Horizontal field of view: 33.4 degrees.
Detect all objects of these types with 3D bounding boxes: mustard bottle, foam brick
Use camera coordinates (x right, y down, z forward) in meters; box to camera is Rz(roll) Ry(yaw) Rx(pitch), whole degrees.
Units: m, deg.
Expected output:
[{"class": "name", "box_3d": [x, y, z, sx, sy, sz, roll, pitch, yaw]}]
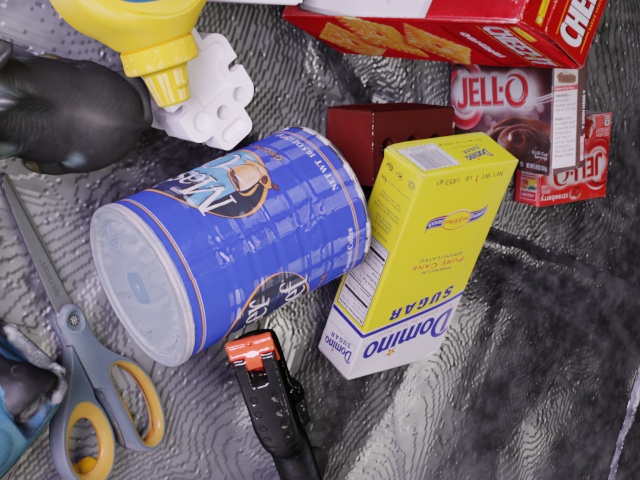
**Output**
[{"class": "mustard bottle", "box_3d": [-0.104, -0.162, 0.547, 0.096, 0.058, 0.191, -29, 111, -37]}, {"class": "foam brick", "box_3d": [0.049, -0.069, 0.752, 0.078, 0.051, 0.053, -10, 106, -36]}]

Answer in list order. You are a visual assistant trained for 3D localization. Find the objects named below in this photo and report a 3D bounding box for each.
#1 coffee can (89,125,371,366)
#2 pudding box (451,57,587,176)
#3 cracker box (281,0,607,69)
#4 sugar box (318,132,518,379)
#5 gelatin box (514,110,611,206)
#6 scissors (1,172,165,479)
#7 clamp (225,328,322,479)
[{"class": "coffee can", "box_3d": [-0.054, 0.001, 0.655, 0.140, 0.103, 0.103, -27, 116, -31]}, {"class": "pudding box", "box_3d": [0.142, -0.100, 0.778, 0.039, 0.114, 0.090, -12, 107, -33]}, {"class": "cracker box", "box_3d": [0.087, -0.194, 0.647, 0.072, 0.214, 0.164, 23, 86, -39]}, {"class": "sugar box", "box_3d": [0.066, 0.013, 0.747, 0.093, 0.048, 0.176, -11, 130, -36]}, {"class": "gelatin box", "box_3d": [0.203, -0.069, 0.886, 0.089, 0.030, 0.073, -8, 106, -36]}, {"class": "scissors", "box_3d": [-0.156, 0.067, 0.633, 0.201, 0.016, 0.096, 60, 42, -31]}, {"class": "clamp", "box_3d": [-0.023, 0.117, 0.669, 0.039, 0.120, 0.171, -22, 151, 0]}]
